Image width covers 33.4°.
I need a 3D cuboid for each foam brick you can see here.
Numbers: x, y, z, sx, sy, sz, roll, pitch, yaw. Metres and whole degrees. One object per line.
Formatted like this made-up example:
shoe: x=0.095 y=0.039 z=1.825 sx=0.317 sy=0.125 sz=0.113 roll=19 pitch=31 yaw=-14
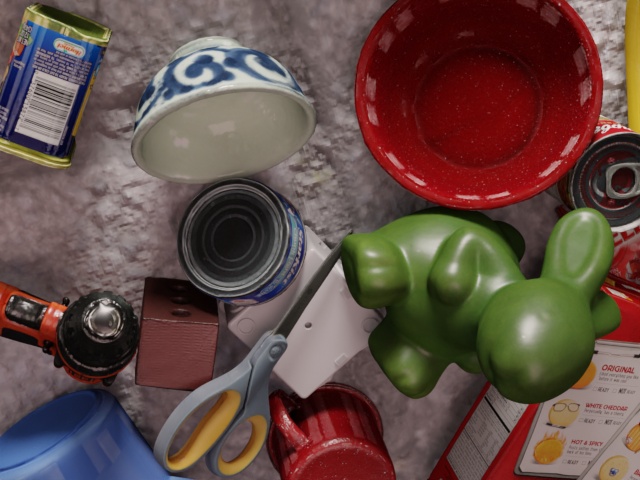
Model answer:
foam brick: x=-0.101 y=0.065 z=0.747 sx=0.053 sy=0.078 sz=0.051 roll=7 pitch=108 yaw=-11

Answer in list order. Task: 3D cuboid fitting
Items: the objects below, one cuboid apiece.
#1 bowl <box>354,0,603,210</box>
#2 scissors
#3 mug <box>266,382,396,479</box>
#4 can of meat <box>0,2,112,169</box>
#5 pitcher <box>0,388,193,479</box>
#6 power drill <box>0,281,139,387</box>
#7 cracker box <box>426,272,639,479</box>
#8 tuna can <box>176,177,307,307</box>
bowl: x=0.105 y=-0.096 z=0.718 sx=0.162 sy=0.055 sz=0.162 roll=-1 pitch=83 yaw=10
scissors: x=-0.031 y=0.089 z=0.740 sx=0.201 sy=0.016 sz=0.096 roll=-45 pitch=137 yaw=-10
mug: x=0.002 y=0.156 z=0.790 sx=0.093 sy=0.081 sz=0.117 roll=-38 pitch=109 yaw=4
can of meat: x=-0.170 y=-0.100 z=0.671 sx=0.057 sy=0.102 sz=0.084 roll=20 pitch=102 yaw=-14
pitcher: x=-0.130 y=0.228 z=0.771 sx=0.149 sy=0.145 sz=0.243 roll=-38 pitch=109 yaw=-29
power drill: x=-0.206 y=0.039 z=0.680 sx=0.187 sy=0.185 sz=0.057 roll=24 pitch=72 yaw=-8
cracker box: x=0.202 y=0.135 z=0.801 sx=0.164 sy=0.072 sz=0.214 roll=20 pitch=109 yaw=-26
tuna can: x=-0.055 y=0.001 z=0.731 sx=0.086 sy=0.033 sz=0.086 roll=-4 pitch=77 yaw=18
